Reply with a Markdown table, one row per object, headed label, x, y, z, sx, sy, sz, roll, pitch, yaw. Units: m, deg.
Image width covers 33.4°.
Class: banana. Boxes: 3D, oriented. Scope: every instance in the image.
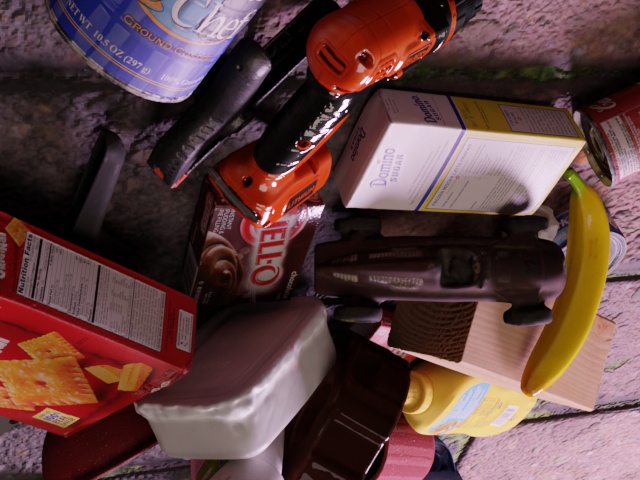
| label | x | y | z | sx | sy | sz | roll | pitch | yaw |
| --- | --- | --- | --- | --- | --- | --- | --- | --- | --- |
| banana | 0.214 | 0.038 | 0.919 | 0.069 | 0.037 | 0.198 | 7 | 94 | -25 |

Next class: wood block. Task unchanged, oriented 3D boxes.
| label | x | y | z | sx | sy | sz | roll | pitch | yaw |
| --- | --- | --- | --- | --- | --- | --- | --- | --- | --- |
| wood block | 0.168 | 0.084 | 0.972 | 0.205 | 0.090 | 0.091 | 23 | 80 | -41 |

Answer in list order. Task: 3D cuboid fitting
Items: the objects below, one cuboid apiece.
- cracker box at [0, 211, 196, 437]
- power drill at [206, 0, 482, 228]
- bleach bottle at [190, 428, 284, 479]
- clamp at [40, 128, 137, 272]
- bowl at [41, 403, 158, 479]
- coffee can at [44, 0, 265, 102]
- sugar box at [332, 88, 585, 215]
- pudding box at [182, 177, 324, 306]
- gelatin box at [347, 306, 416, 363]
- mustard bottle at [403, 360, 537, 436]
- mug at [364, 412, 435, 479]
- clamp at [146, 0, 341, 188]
| label | x | y | z | sx | sy | sz | roll | pitch | yaw |
| --- | --- | --- | --- | --- | --- | --- | --- | --- | --- |
| cracker box | -0.222 | 0.063 | 0.764 | 0.164 | 0.072 | 0.213 | -29 | 138 | 35 |
| power drill | 0.017 | -0.099 | 0.702 | 0.184 | 0.057 | 0.188 | -35 | 169 | -49 |
| bleach bottle | -0.071 | 0.188 | 0.878 | 0.068 | 0.251 | 0.103 | 31 | 104 | -12 |
| clamp | -0.184 | 0.002 | 0.779 | 0.165 | 0.036 | 0.210 | -19 | 143 | 10 |
| bowl | -0.179 | 0.157 | 0.915 | 0.162 | 0.055 | 0.162 | -28 | -179 | 0 |
| coffee can | -0.073 | -0.162 | 0.593 | 0.102 | 0.103 | 0.140 | 20 | 126 | -39 |
| sugar box | 0.107 | -0.066 | 0.832 | 0.176 | 0.048 | 0.093 | 5 | 137 | -24 |
| pudding box | -0.056 | 0.001 | 0.839 | 0.089 | 0.039 | 0.114 | -2 | 137 | -23 |
| gelatin box | 0.054 | 0.103 | 1.014 | 0.073 | 0.030 | 0.089 | 16 | 128 | -37 |
| mustard bottle | 0.136 | 0.154 | 1.067 | 0.191 | 0.058 | 0.096 | 11 | 128 | -45 |
| mug | 0.058 | 0.222 | 1.102 | 0.081 | 0.093 | 0.117 | 14 | 109 | -42 |
| clamp | -0.063 | -0.088 | 0.692 | 0.172 | 0.039 | 0.120 | -44 | 175 | 28 |
